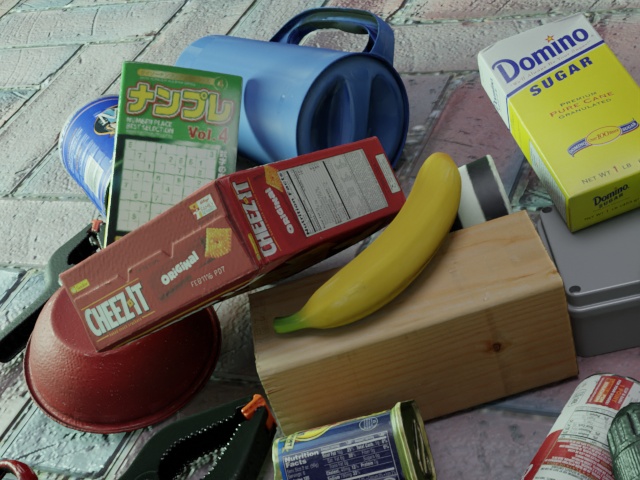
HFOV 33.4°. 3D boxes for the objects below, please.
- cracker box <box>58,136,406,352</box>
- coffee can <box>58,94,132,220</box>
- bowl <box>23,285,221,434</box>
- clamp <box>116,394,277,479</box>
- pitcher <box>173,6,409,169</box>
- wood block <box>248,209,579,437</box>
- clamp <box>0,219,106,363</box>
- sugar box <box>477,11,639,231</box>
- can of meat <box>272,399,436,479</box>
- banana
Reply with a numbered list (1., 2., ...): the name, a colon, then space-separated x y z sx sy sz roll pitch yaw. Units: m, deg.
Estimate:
1. cracker box: -0.055 0.001 0.782 0.164 0.072 0.213 -28 -3 33
2. coffee can: -0.182 -0.070 1.026 0.102 0.103 0.140 -30 37 -15
3. bowl: -0.161 0.070 0.841 0.162 0.055 0.162 -3 47 4
4. clamp: -0.121 0.178 0.729 0.165 0.036 0.209 23 56 42
5. pitcher: -0.036 -0.140 1.026 0.149 0.145 0.243 -30 33 -29
6. wood block: 0.063 0.066 0.746 0.206 0.091 0.090 -17 35 3
7. clamp: -0.204 0.044 0.943 0.120 0.039 0.171 5 44 13
8. sugar box: 0.193 -0.095 0.804 0.093 0.048 0.176 -21 51 -1
9. can of meat: 0.022 0.138 0.667 0.084 0.102 0.057 -16 81 10
10. banana: 0.050 -0.001 0.729 0.070 0.037 0.197 18 49 40
